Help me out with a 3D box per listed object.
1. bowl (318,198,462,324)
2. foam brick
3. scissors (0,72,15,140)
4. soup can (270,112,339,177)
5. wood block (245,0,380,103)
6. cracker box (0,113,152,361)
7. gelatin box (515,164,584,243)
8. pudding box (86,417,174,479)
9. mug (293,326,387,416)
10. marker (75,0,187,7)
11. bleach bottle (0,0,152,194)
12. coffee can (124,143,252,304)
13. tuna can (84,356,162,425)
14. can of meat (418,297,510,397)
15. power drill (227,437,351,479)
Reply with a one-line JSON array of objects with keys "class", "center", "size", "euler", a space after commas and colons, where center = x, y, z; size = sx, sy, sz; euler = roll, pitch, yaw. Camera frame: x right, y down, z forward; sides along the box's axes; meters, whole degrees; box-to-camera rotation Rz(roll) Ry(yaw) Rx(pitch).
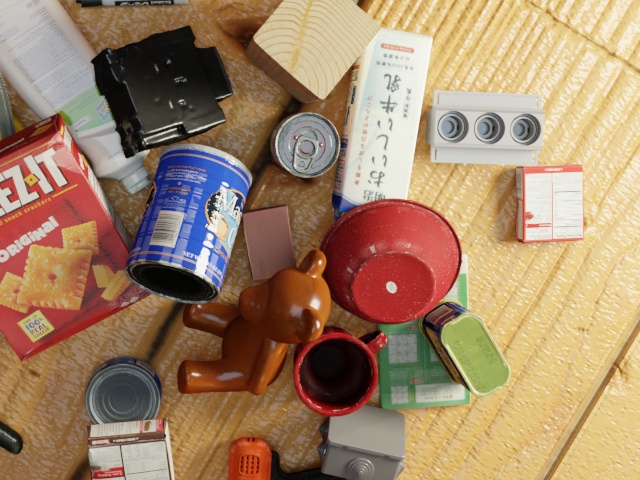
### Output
[{"class": "bowl", "center": [0.077, 0.036, 1.160], "size": [0.162, 0.055, 0.162], "euler": [-1, 121, -1]}, {"class": "foam brick", "center": [-0.058, 0.001, 1.192], "size": [0.053, 0.051, 0.078], "euler": [-9, 97, -4]}, {"class": "scissors", "center": [-0.345, -0.076, 1.143], "size": [0.096, 0.016, 0.202], "euler": [-16, 116, 7]}, {"class": "soup can", "center": [-0.019, -0.104, 1.159], "size": [0.068, 0.102, 0.068], "euler": [-1, 96, -6]}, {"class": "wood block", "center": [-0.014, -0.204, 1.096], "size": [0.090, 0.206, 0.091], "euler": [40, 91, -8]}, {"class": "cracker box", "center": [-0.297, 0.000, 1.129], "size": [0.164, 0.072, 0.213], "euler": [-26, 117, -2]}, {"class": "gelatin box", "center": [0.264, -0.042, 1.231], "size": [0.073, 0.030, 0.089], "euler": [-3, 96, -7]}, {"class": "pudding box", "center": [-0.210, 0.254, 1.191], "size": [0.090, 0.039, 0.113], "euler": [-5, 124, -6]}, {"class": "mug", "center": [0.022, 0.135, 1.199], "size": [0.117, 0.081, 0.093], "euler": [-35, 98, -1]}, {"class": "marker", "center": [-0.206, -0.266, 1.164], "size": [0.121, 0.020, 0.020], "euler": [-3, 96, -6]}, {"class": "bleach bottle", "center": [-0.272, -0.155, 1.149], "size": [0.102, 0.068, 0.251], "euler": [-34, 100, -3]}, {"class": "coffee can", "center": [-0.138, -0.017, 1.129], "size": [0.102, 0.103, 0.140], "euler": [17, 66, -7]}, {"class": "tuna can", "center": [-0.221, 0.176, 1.202], "size": [0.086, 0.034, 0.086], "euler": [-1, 96, -6]}, {"class": "can of meat", "center": [0.162, 0.120, 1.197], "size": [0.057, 0.084, 0.102], "euler": [-32, 99, -5]}, {"class": "power drill", "center": [-0.019, 0.321, 1.226], "size": [0.187, 0.057, 0.184], "euler": [3, 96, -6]}]
